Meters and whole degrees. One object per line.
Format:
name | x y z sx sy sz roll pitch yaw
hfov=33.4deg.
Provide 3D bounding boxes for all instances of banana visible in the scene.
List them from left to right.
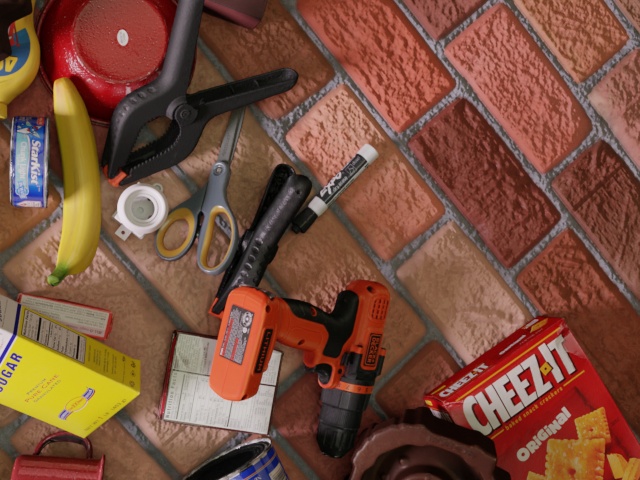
banana | -0.232 -0.053 1.017 0.037 0.069 0.198 -2 83 4

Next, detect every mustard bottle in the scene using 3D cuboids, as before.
mustard bottle | -0.313 -0.191 1.005 0.096 0.058 0.191 2 88 -12

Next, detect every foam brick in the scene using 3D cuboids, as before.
foam brick | -0.091 -0.252 1.067 0.078 0.051 0.053 17 84 -14

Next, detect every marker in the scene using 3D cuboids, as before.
marker | 0.013 -0.052 1.104 0.020 0.020 0.121 45 79 -9

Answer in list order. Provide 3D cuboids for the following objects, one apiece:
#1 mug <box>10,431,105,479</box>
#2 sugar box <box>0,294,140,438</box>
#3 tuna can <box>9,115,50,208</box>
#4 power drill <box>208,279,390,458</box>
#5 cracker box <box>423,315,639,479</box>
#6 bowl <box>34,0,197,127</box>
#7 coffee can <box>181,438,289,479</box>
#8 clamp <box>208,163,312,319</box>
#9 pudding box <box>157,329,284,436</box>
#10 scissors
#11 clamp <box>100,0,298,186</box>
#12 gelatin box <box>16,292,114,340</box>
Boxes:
mug | -0.246 0.232 0.997 0.081 0.093 0.117 6 55 -10
sugar box | -0.259 0.113 0.962 0.176 0.048 0.093 29 124 -34
tuna can | -0.271 -0.073 0.997 0.033 0.086 0.086 2 87 -13
power drill | -0.017 0.121 1.035 0.187 0.057 0.184 11 91 -45
cracker box | 0.236 0.211 1.124 0.164 0.072 0.213 -33 95 -13
bowl | -0.197 -0.192 1.037 0.162 0.055 0.162 0 88 -15
coffee can | -0.063 0.277 1.028 0.102 0.103 0.140 -27 94 -14
clamp | -0.057 0.001 1.036 0.039 0.120 0.171 23 86 -7
pudding box | -0.099 0.142 1.058 0.113 0.039 0.090 11 86 -12
scissors | -0.118 -0.059 1.067 0.096 0.016 0.202 -8 66 16
clamp | -0.138 -0.139 1.022 0.210 0.036 0.164 -40 136 3
gelatin box | -0.242 0.071 1.005 0.089 0.073 0.030 12 84 -13
